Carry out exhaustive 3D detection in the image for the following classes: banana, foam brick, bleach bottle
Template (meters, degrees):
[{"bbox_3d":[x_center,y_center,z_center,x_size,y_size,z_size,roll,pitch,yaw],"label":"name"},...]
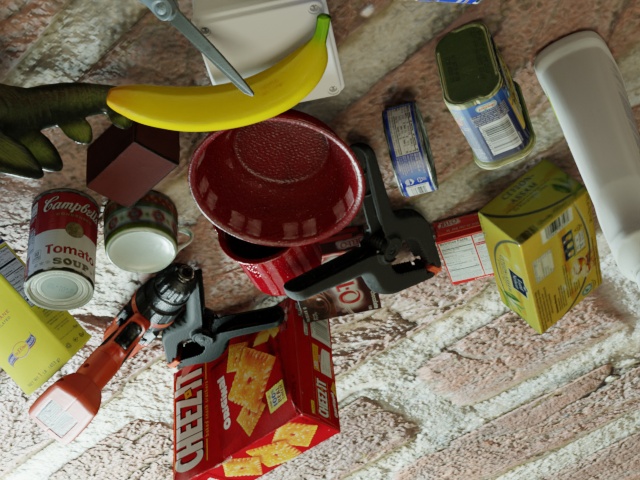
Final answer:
[{"bbox_3d":[-0.074,-0.124,0.872,0.198,0.037,0.069,-18,113,10],"label":"banana"},{"bbox_3d":[-0.174,-0.077,0.989,0.051,0.053,0.078,28,130,-35],"label":"foam brick"},{"bbox_3d":[0.252,-0.061,0.913,0.068,0.251,0.102,-25,137,21],"label":"bleach bottle"}]

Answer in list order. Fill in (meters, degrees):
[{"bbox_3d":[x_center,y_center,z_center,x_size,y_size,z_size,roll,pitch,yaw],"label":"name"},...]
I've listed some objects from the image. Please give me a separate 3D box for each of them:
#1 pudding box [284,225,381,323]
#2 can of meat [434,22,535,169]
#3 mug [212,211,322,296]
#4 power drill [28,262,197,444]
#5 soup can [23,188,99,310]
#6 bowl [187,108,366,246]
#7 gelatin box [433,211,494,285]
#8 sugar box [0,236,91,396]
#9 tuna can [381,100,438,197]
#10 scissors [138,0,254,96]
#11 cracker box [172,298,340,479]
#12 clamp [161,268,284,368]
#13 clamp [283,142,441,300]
[{"bbox_3d":[0.014,0.038,1.168,0.090,0.039,0.113,-11,141,5],"label":"pudding box"},{"bbox_3d":[0.142,-0.128,0.935,0.057,0.102,0.084,-21,137,17],"label":"can of meat"},{"bbox_3d":[-0.057,0.001,1.085,0.117,0.093,0.081,13,154,26],"label":"mug"},{"bbox_3d":[-0.214,0.116,1.121,0.057,0.187,0.185,42,135,-3],"label":"power drill"},{"bbox_3d":[-0.253,0.009,1.045,0.068,0.102,0.068,-4,141,-3],"label":"soup can"},{"bbox_3d":[-0.038,-0.068,0.980,0.162,0.055,0.162,3,136,2],"label":"bowl"},{"bbox_3d":[0.168,0.006,1.159,0.073,0.030,0.089,-15,141,12],"label":"gelatin box"},{"bbox_3d":[-0.321,0.064,1.076,0.176,0.048,0.093,46,124,-5],"label":"sugar box"},{"bbox_3d":[0.083,-0.084,0.992,0.034,0.086,0.086,-14,140,10],"label":"tuna can"},{"bbox_3d":[-0.140,-0.182,0.833,0.096,0.016,0.201,-18,114,34],"label":"scissors"},{"bbox_3d":[-0.081,0.185,1.236,0.214,0.164,0.072,-34,132,29],"label":"cracker box"},{"bbox_3d":[-0.121,0.101,1.221,0.120,0.039,0.172,25,139,-12],"label":"clamp"},{"bbox_3d":[0.062,-0.006,1.090,0.209,0.036,0.164,13,102,-48],"label":"clamp"}]
